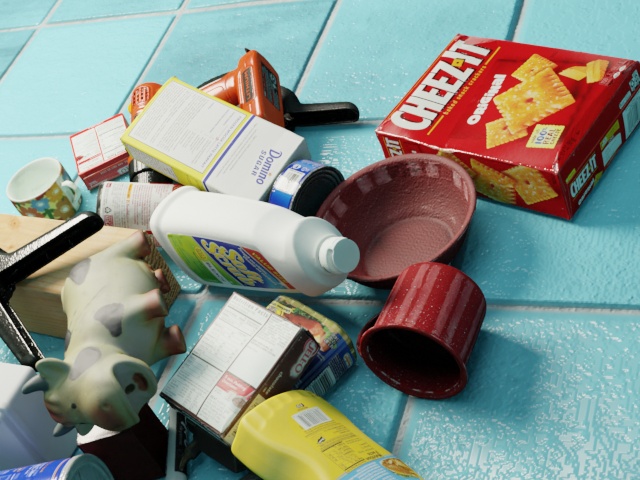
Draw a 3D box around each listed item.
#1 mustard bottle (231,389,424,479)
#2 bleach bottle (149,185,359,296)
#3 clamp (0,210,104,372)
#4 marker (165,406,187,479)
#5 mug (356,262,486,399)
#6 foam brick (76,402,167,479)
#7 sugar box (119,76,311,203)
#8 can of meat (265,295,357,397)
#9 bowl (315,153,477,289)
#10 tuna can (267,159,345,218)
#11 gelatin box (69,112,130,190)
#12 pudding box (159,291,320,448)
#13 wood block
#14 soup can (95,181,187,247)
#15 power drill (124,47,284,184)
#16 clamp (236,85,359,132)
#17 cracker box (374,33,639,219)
[{"bbox_3d":[0.029,0.189,0.808,0.192,0.058,0.096,33,24,31],"label":"mustard bottle"},{"bbox_3d":[-0.056,0.001,0.976,0.068,0.102,0.251,-48,27,-24],"label":"bleach bottle"},{"bbox_3d":[-0.313,0.054,1.021,0.210,0.036,0.164,-7,55,25],"label":"clamp"},{"bbox_3d":[-0.127,0.173,0.951,0.020,0.020,0.121,-16,43,11],"label":"marker"},{"bbox_3d":[0.082,0.075,0.902,0.117,0.093,0.081,-15,35,42],"label":"mug"},{"bbox_3d":[-0.172,0.172,0.931,0.051,0.078,0.053,-16,43,9],"label":"foam brick"},{"bbox_3d":[-0.107,-0.093,1.087,0.176,0.048,0.093,29,72,22],"label":"sugar box"},{"bbox_3d":[-0.029,0.104,0.945,0.083,0.057,0.102,-43,44,-21],"label":"can of meat"},{"bbox_3d":[0.075,-0.007,1.001,0.162,0.055,0.162,-16,42,15],"label":"bowl"},{"bbox_3d":[-0.013,-0.036,1.052,0.034,0.086,0.086,22,60,36],"label":"tuna can"},{"bbox_3d":[-0.259,-0.107,1.286,0.073,0.030,0.089,-26,42,-1],"label":"gelatin box"},{"bbox_3d":[-0.067,0.108,0.887,0.090,0.039,0.113,24,71,42],"label":"pudding box"},{"bbox_3d":[-0.261,0.041,1.094,0.206,0.090,0.090,7,52,31],"label":"wood block"},{"bbox_3d":[-0.178,-0.027,1.115,0.102,0.068,0.068,2,45,-1],"label":"soup can"},{"bbox_3d":[-0.133,-0.119,1.180,0.188,0.057,0.184,-19,60,21],"label":"power drill"},{"bbox_3d":[-0.036,-0.138,1.200,0.120,0.039,0.172,-35,47,-10],"label":"clamp"},{"bbox_3d":[0.186,-0.120,1.049,0.214,0.072,0.164,19,58,39],"label":"cracker box"}]
